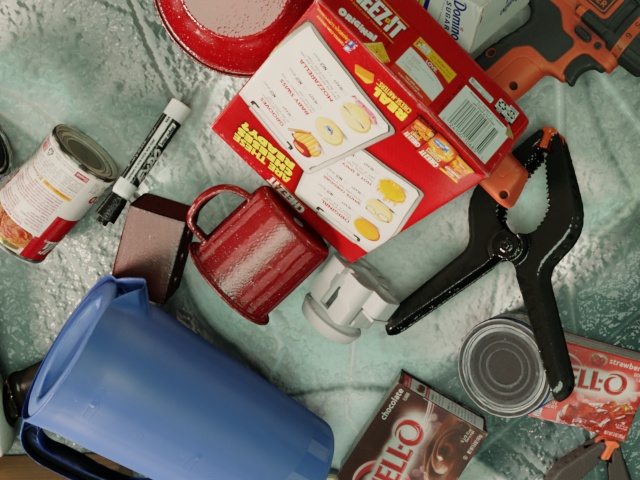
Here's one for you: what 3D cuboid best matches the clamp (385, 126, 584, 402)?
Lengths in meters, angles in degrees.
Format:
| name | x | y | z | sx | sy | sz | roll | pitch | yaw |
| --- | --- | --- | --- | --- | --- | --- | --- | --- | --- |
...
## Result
| name | x | y | z | sx | sy | sz | roll | pitch | yaw |
| --- | --- | --- | --- | --- | --- | --- | --- | --- | --- |
| clamp | 0.161 | 0.015 | 0.853 | 0.165 | 0.036 | 0.210 | 27 | 94 | 28 |

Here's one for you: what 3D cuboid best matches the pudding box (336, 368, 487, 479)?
| name | x | y | z | sx | sy | sz | roll | pitch | yaw |
| --- | --- | --- | --- | --- | --- | --- | --- | --- | --- |
| pudding box | 0.079 | 0.182 | 0.933 | 0.090 | 0.039 | 0.113 | 30 | 106 | -1 |

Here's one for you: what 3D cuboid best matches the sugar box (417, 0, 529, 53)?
| name | x | y | z | sx | sy | sz | roll | pitch | yaw |
| --- | --- | --- | --- | --- | --- | --- | --- | --- | --- |
| sugar box | 0.062 | -0.209 | 0.776 | 0.176 | 0.093 | 0.048 | 30 | 138 | 19 |

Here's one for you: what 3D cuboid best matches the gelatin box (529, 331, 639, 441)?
| name | x | y | z | sx | sy | sz | roll | pitch | yaw |
| --- | --- | --- | --- | --- | --- | --- | --- | --- | --- |
| gelatin box | 0.226 | 0.122 | 0.905 | 0.089 | 0.030 | 0.073 | 15 | 105 | 2 |

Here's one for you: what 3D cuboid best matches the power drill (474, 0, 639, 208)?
| name | x | y | z | sx | sy | sz | roll | pitch | yaw |
| --- | --- | --- | --- | --- | --- | --- | --- | --- | --- |
| power drill | 0.182 | -0.116 | 0.812 | 0.184 | 0.057 | 0.188 | 45 | 99 | 13 |

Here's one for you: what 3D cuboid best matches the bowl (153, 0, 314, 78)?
| name | x | y | z | sx | sy | sz | roll | pitch | yaw |
| --- | --- | --- | --- | --- | --- | --- | --- | --- | --- |
| bowl | -0.063 | -0.206 | 0.841 | 0.162 | 0.055 | 0.162 | 2 | 105 | 7 |

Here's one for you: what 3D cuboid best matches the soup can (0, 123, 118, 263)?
| name | x | y | z | sx | sy | sz | roll | pitch | yaw |
| --- | --- | --- | --- | --- | --- | --- | --- | --- | --- |
| soup can | -0.228 | -0.040 | 0.897 | 0.068 | 0.068 | 0.102 | 43 | 104 | -5 |

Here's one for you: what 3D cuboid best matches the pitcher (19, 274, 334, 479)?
| name | x | y | z | sx | sy | sz | roll | pitch | yaw |
| --- | --- | --- | --- | --- | --- | --- | --- | --- | --- |
| pitcher | -0.118 | 0.151 | 0.886 | 0.242 | 0.149 | 0.145 | 34 | 62 | -18 |

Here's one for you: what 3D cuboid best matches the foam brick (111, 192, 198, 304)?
| name | x | y | z | sx | sy | sz | roll | pitch | yaw |
| --- | --- | --- | --- | --- | --- | --- | --- | --- | --- |
| foam brick | -0.141 | 0.007 | 0.906 | 0.051 | 0.053 | 0.078 | 18 | 106 | 2 |

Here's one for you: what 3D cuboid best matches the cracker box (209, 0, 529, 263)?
| name | x | y | z | sx | sy | sz | roll | pitch | yaw |
| --- | --- | --- | --- | --- | --- | --- | --- | --- | --- |
| cracker box | 0.029 | -0.088 | 0.790 | 0.164 | 0.214 | 0.072 | 45 | 61 | -5 |

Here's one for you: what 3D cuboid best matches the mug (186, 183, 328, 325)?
| name | x | y | z | sx | sy | sz | roll | pitch | yaw |
| --- | --- | --- | --- | --- | --- | --- | --- | --- | --- |
| mug | -0.056 | 0.001 | 0.875 | 0.081 | 0.093 | 0.117 | -43 | 106 | 10 |

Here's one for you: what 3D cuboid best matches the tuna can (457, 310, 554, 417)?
| name | x | y | z | sx | sy | sz | roll | pitch | yaw |
| --- | --- | --- | --- | --- | --- | --- | --- | --- | --- |
| tuna can | 0.158 | 0.103 | 0.888 | 0.086 | 0.033 | 0.086 | 4 | 98 | 33 |

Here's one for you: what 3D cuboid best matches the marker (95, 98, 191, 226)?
| name | x | y | z | sx | sy | sz | roll | pitch | yaw |
| --- | --- | --- | --- | --- | --- | --- | --- | --- | --- |
| marker | -0.148 | -0.064 | 0.886 | 0.020 | 0.020 | 0.121 | 34 | 86 | -3 |
